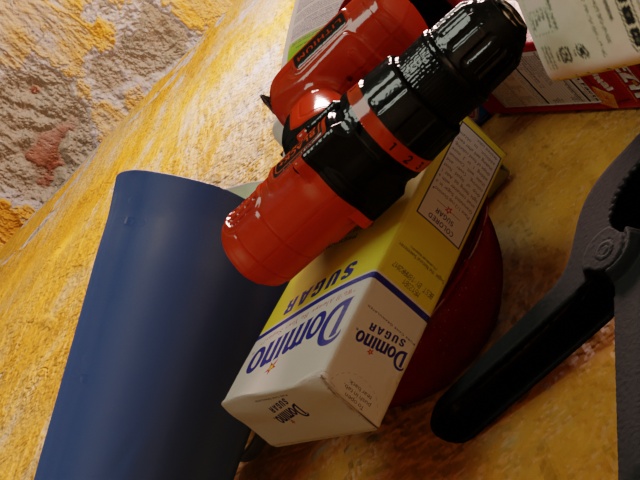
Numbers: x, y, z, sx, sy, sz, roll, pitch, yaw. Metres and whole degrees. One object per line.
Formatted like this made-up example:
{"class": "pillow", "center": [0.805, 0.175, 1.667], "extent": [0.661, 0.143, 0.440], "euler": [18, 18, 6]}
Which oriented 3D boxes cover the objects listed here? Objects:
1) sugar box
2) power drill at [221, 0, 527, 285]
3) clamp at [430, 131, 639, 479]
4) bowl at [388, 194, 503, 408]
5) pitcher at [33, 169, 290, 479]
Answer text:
{"class": "sugar box", "center": [0.023, 0.018, 0.548], "extent": [0.094, 0.048, 0.176], "euler": [-24, 28, 53]}
{"class": "power drill", "center": [0.025, -0.078, 0.571], "extent": [0.185, 0.057, 0.187], "euler": [-40, 18, 20]}
{"class": "clamp", "center": [0.138, 0.018, 0.459], "extent": [0.210, 0.036, 0.165], "euler": [-57, 20, -3]}
{"class": "bowl", "center": [0.050, 0.040, 0.607], "extent": [0.162, 0.055, 0.162], "euler": [-42, 18, 17]}
{"class": "pitcher", "center": [-0.102, 0.087, 0.655], "extent": [0.149, 0.145, 0.243], "euler": [94, -168, -79]}
